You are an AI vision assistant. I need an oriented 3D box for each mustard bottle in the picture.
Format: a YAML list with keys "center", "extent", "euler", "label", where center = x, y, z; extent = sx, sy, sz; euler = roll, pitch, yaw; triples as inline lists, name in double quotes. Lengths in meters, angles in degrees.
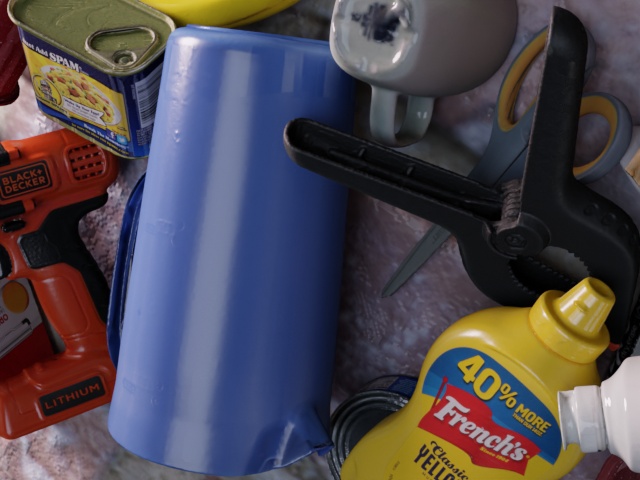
- center: [0.093, 0.093, 0.568]
  extent: [0.096, 0.058, 0.192]
  euler: [43, 122, 17]
  label: "mustard bottle"

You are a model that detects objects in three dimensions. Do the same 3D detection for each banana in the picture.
- center: [-0.055, -0.160, 0.638]
  extent: [0.198, 0.037, 0.069]
  euler: [-17, 76, 28]
  label: "banana"

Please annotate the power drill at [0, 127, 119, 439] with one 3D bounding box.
- center: [-0.203, 0.030, 0.697]
  extent: [0.057, 0.184, 0.187]
  euler: [24, 129, 65]
  label: "power drill"

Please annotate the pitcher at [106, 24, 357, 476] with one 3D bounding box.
- center: [-0.054, 0.001, 0.624]
  extent: [0.149, 0.145, 0.243]
  euler: [7, 100, -2]
  label: "pitcher"

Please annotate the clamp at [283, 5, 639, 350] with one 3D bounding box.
- center: [0.105, -0.018, 0.531]
  extent: [0.209, 0.036, 0.165]
  euler: [41, 138, -24]
  label: "clamp"

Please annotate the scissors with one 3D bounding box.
- center: [0.101, -0.022, 0.586]
  extent: [0.096, 0.016, 0.202]
  euler: [50, 124, 42]
  label: "scissors"

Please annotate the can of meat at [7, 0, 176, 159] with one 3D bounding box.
- center: [-0.136, -0.106, 0.661]
  extent: [0.102, 0.057, 0.084]
  euler: [29, 147, 18]
  label: "can of meat"

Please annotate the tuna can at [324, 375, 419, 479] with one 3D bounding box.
- center: [0.047, 0.128, 0.662]
  extent: [0.086, 0.033, 0.086]
  euler: [7, 107, 25]
  label: "tuna can"
